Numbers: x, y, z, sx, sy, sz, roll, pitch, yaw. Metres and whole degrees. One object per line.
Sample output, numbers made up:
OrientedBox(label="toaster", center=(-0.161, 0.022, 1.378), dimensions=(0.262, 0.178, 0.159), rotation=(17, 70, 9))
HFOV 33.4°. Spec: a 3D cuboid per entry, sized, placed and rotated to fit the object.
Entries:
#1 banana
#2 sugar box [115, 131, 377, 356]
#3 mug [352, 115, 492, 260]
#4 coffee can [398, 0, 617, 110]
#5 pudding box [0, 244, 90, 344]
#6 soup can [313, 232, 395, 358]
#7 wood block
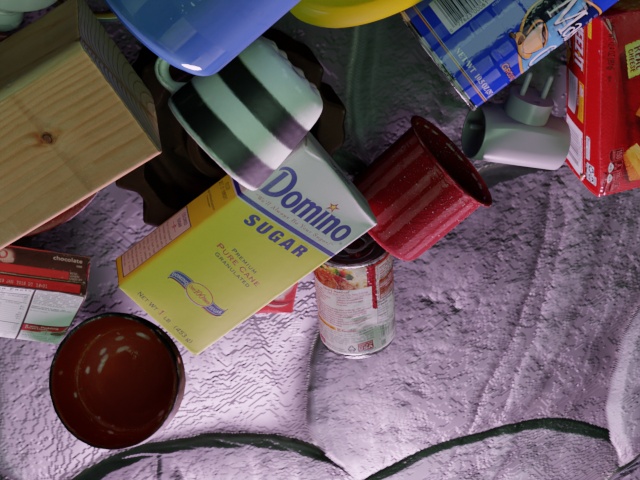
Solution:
OrientedBox(label="banana", center=(0.056, -0.186, 0.703), dimensions=(0.198, 0.037, 0.069), rotation=(-21, 146, 12))
OrientedBox(label="sugar box", center=(-0.055, 0.001, 0.795), dimensions=(0.176, 0.048, 0.093), rotation=(-36, 123, 12))
OrientedBox(label="mug", center=(0.081, -0.038, 0.858), dimensions=(0.082, 0.093, 0.117), rotation=(-42, 160, 20))
OrientedBox(label="coffee can", center=(0.135, -0.175, 0.758), dimensions=(0.140, 0.103, 0.102), rotation=(-37, 125, 12))
OrientedBox(label="pudding box", center=(-0.233, 0.042, 0.823), dimensions=(0.090, 0.039, 0.114), rotation=(10, 151, -20))
OrientedBox(label="soup can", center=(0.029, 0.041, 0.902), dimensions=(0.068, 0.068, 0.102), rotation=(-11, 126, -7))
OrientedBox(label="wood block", center=(-0.215, -0.055, 0.688), dimensions=(0.206, 0.090, 0.090), rotation=(-30, 125, 6))
